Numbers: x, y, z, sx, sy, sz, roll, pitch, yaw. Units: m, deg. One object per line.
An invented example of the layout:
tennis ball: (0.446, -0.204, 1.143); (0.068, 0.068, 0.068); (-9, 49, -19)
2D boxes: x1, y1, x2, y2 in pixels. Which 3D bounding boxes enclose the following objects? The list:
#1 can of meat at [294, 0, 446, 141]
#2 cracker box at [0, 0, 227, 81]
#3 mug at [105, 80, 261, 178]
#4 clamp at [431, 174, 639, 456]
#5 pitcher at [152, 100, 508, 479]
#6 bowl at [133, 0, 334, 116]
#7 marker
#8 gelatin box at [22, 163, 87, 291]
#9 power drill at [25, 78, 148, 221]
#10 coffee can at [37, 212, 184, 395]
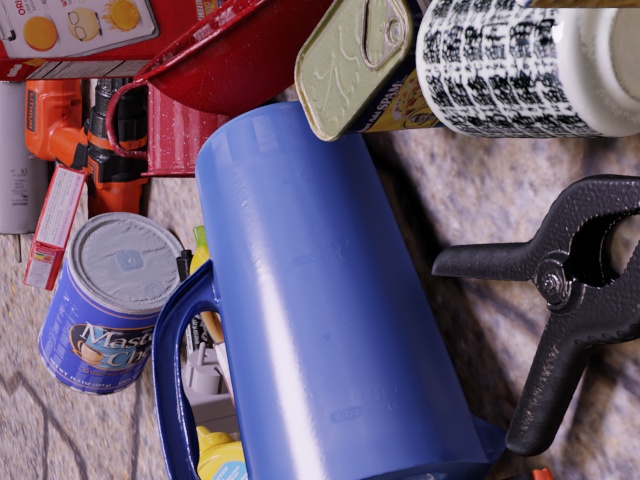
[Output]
can of meat: (0.048, -0.099, 0.566); (0.102, 0.083, 0.057); (-48, 57, 50)
cracker box: (-0.179, -0.202, 0.775); (0.072, 0.213, 0.164); (-15, 83, 57)
mug: (-0.095, -0.086, 0.766); (0.093, 0.117, 0.081); (-170, 80, -79)
clamp: (0.117, 0.015, 0.525); (0.120, 0.039, 0.172); (58, 134, 26)
pitcher: (-0.009, 0.045, 0.618); (0.145, 0.149, 0.243); (-34, 59, 31)
bowl: (-0.036, -0.125, 0.661); (0.055, 0.162, 0.162); (54, 152, -17)
marker: (-0.105, 0.067, 0.888); (0.020, 0.020, 0.121); (11, 110, 56)
gelatin box: (-0.236, -0.012, 0.946); (0.073, 0.030, 0.089); (125, 157, -52)
power drill: (-0.220, -0.111, 1.001); (0.188, 0.057, 0.184); (40, 128, 47)
coffee can: (-0.185, 0.058, 0.940); (0.103, 0.102, 0.140); (63, 143, 27)
